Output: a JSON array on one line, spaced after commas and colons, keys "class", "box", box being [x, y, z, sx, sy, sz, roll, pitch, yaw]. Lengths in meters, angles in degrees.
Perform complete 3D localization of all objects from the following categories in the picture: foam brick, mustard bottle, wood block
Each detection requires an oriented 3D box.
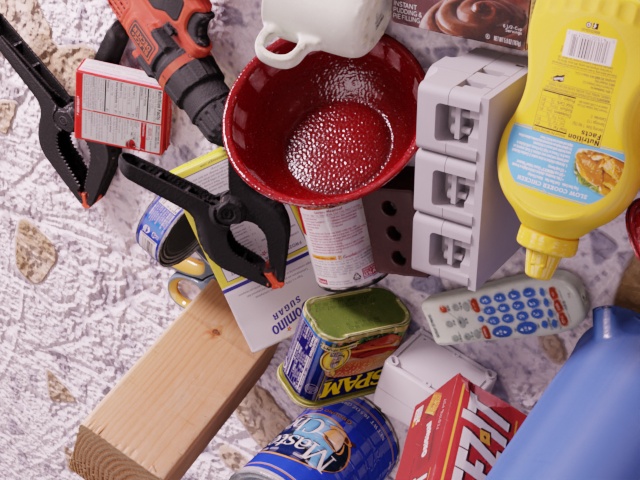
[{"class": "foam brick", "box": [0.072, -0.016, 0.859, 0.053, 0.051, 0.078, 5, 118, 38]}, {"class": "mustard bottle", "box": [0.169, -0.066, 0.704, 0.096, 0.058, 0.192, 20, 105, 28]}, {"class": "wood block", "box": [-0.130, 0.145, 0.995, 0.091, 0.205, 0.090, 34, 138, 7]}]

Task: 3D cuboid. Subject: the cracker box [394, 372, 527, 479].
[{"class": "cracker box", "box": [0.159, 0.223, 0.805, 0.213, 0.164, 0.072, 33, 132, -9]}]

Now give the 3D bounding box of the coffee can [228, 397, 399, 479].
[{"class": "coffee can", "box": [-0.006, 0.218, 0.996, 0.103, 0.140, 0.103, 20, 126, 29]}]

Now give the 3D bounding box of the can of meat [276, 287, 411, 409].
[{"class": "can of meat", "box": [0.022, 0.091, 0.927, 0.057, 0.101, 0.084, 52, 138, 37]}]

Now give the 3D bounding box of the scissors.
[{"class": "scissors", "box": [-0.087, 0.053, 1.053, 0.202, 0.016, 0.096, 27, 131, 24]}]

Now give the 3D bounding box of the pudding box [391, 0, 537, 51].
[{"class": "pudding box", "box": [0.104, -0.189, 0.739, 0.114, 0.039, 0.090, 19, 125, 30]}]

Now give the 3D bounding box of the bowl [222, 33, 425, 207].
[{"class": "bowl", "box": [0.008, -0.087, 0.826, 0.162, 0.162, 0.055, 28, 164, 24]}]

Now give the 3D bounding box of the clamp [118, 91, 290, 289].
[{"class": "clamp", "box": [-0.087, -0.029, 0.888, 0.120, 0.039, 0.171, -17, 111, 17]}]

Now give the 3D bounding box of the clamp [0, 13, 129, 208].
[{"class": "clamp", "box": [-0.254, -0.132, 1.059, 0.165, 0.036, 0.210, 16, 126, 21]}]

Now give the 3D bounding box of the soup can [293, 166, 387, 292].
[{"class": "soup can", "box": [0.017, -0.016, 0.891, 0.069, 0.068, 0.102, 3, 117, 38]}]

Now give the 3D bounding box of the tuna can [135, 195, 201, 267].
[{"class": "tuna can", "box": [-0.132, -0.018, 0.997, 0.034, 0.086, 0.086, 39, 133, 16]}]

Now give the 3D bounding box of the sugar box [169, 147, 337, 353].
[{"class": "sugar box", "box": [-0.056, 0.001, 0.946, 0.048, 0.093, 0.176, -120, 6, -76]}]

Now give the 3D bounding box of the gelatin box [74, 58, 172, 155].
[{"class": "gelatin box", "box": [-0.183, -0.124, 0.994, 0.089, 0.030, 0.073, 12, 126, 2]}]

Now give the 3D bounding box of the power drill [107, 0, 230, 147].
[{"class": "power drill", "box": [-0.091, -0.192, 0.871, 0.184, 0.057, 0.188, 53, 134, 11]}]
